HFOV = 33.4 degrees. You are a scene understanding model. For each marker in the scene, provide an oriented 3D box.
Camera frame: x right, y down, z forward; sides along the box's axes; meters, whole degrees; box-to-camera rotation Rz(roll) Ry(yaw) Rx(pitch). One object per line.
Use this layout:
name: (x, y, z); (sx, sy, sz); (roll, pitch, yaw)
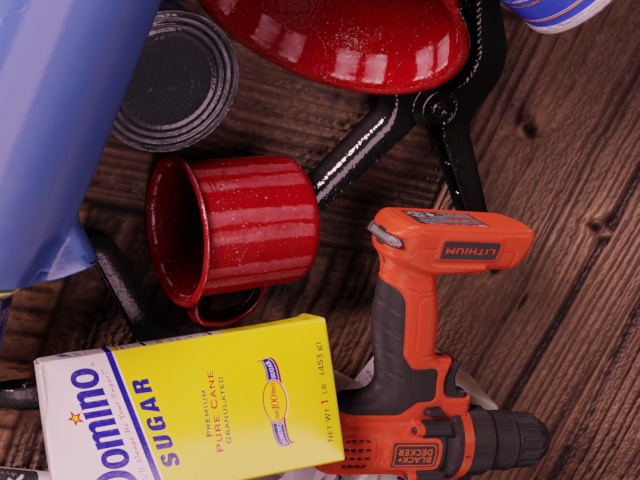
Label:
marker: (-0.213, 0.163, 0.725); (0.120, 0.020, 0.020); (15, 111, -34)

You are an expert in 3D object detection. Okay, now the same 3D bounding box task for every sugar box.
sugar box: (-0.079, 0.104, 0.650); (0.176, 0.048, 0.093); (-9, 90, -19)

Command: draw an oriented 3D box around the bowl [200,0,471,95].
bowl: (0.011, -0.146, 0.592); (0.162, 0.162, 0.055); (35, 67, -38)

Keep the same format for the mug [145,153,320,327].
mug: (-0.054, 0.001, 0.663); (0.081, 0.093, 0.117); (-7, 116, -30)

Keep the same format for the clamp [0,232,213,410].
clamp: (-0.118, 0.088, 0.686); (0.171, 0.039, 0.120); (40, 89, -20)

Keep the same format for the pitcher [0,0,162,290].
pitcher: (-0.158, -0.111, 0.525); (0.149, 0.145, 0.243); (14, 109, -47)

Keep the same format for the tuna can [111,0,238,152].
tuna can: (-0.093, -0.097, 0.618); (0.086, 0.034, 0.086); (-13, 124, -21)

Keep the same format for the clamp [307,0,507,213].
clamp: (0.078, -0.087, 0.712); (0.164, 0.036, 0.210); (11, 110, -32)

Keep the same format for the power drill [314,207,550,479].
power drill: (0.090, 0.075, 0.728); (0.184, 0.057, 0.188); (3, 104, -23)
